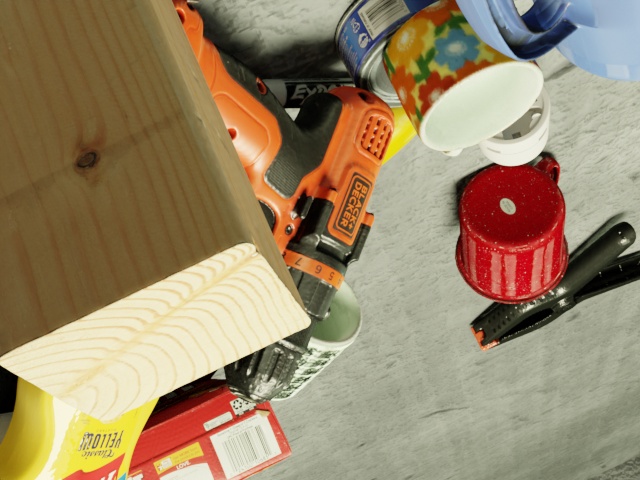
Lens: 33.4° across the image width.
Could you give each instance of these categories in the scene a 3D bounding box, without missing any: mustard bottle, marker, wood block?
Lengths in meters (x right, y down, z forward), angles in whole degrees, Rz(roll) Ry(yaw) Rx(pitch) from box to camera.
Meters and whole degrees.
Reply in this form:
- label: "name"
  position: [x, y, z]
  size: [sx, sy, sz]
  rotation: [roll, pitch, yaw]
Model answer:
- label: "mustard bottle"
  position: [-0.164, 0.145, 0.676]
  size: [0.096, 0.058, 0.192]
  rotation: [8, 106, -53]
- label: "marker"
  position: [-0.009, -0.087, 0.631]
  size: [0.120, 0.020, 0.020]
  rotation: [-6, 149, -35]
- label: "wood block"
  position: [-0.091, -0.050, 0.407]
  size: [0.091, 0.206, 0.090]
  rotation: [-25, 155, 3]

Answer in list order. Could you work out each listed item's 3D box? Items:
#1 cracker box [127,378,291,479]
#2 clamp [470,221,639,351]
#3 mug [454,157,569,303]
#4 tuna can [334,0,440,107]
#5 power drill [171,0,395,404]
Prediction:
- label: "cracker box"
  position: [-0.134, 0.170, 0.856]
  size: [0.164, 0.072, 0.214]
  rotation: [-23, -179, -19]
- label: "clamp"
  position: [0.251, 0.051, 1.113]
  size: [0.210, 0.036, 0.164]
  rotation: [-29, 155, 9]
- label: "mug"
  position: [0.159, -0.017, 0.853]
  size: [0.117, 0.093, 0.081]
  rotation: [-51, 155, -17]
- label: "tuna can"
  position: [0.054, -0.115, 0.614]
  size: [0.086, 0.034, 0.086]
  rotation: [-20, 155, -10]
- label: "power drill"
  position: [-0.050, -0.023, 0.545]
  size: [0.057, 0.184, 0.187]
  rotation: [10, 165, 43]
